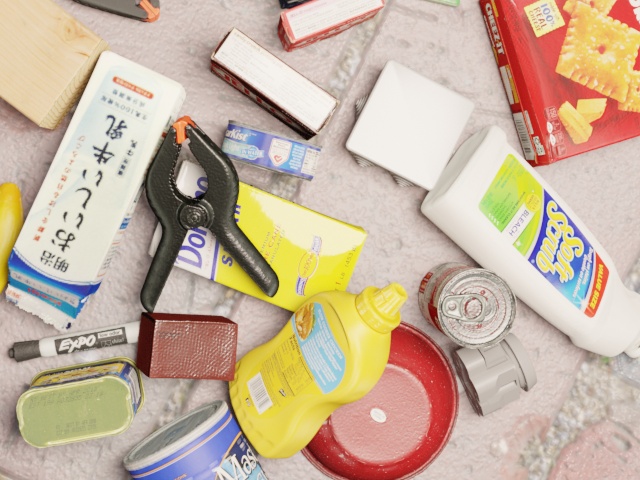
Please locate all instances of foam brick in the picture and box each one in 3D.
[{"bbox_3d":[-0.117,0.093,0.942,0.078,0.051,0.053,6,92,-22],"label":"foam brick"}]

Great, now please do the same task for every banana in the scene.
[{"bbox_3d":[-0.318,0.040,0.940,0.069,0.037,0.198,43,89,-6],"label":"banana"}]

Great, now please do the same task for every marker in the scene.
[{"bbox_3d":[-0.219,0.091,0.959,0.121,0.020,0.020,-9,94,-4],"label":"marker"}]

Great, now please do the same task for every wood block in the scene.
[{"bbox_3d":[-0.289,-0.193,0.904,0.206,0.090,0.091,37,90,-6],"label":"wood block"}]

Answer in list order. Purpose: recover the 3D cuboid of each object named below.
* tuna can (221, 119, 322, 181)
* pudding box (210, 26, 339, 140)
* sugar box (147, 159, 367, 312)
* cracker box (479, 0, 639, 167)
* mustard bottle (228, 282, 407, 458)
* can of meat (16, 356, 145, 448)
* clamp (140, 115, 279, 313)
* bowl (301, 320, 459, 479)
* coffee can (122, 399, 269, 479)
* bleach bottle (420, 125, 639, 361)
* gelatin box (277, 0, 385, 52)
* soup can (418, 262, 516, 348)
[{"bbox_3d":[-0.043,-0.078,0.931,0.086,0.086,0.034,15,93,-5],"label":"tuna can"},{"bbox_3d":[-0.042,-0.134,0.926,0.113,0.090,0.039,33,89,-6],"label":"pudding box"},{"bbox_3d":[-0.056,0.001,0.954,0.176,0.048,0.093,21,93,-7],"label":"sugar box"},{"bbox_3d":[0.270,-0.174,0.957,0.213,0.072,0.164,-18,95,-4],"label":"cracker box"},{"bbox_3d":[0.003,0.098,0.906,0.192,0.058,0.096,-44,53,29],"label":"mustard bottle"},{"bbox_3d":[-0.208,0.141,0.930,0.102,0.084,0.057,-10,93,-4],"label":"can of meat"},{"bbox_3d":[-0.113,-0.016,0.906,0.120,0.039,0.171,-17,103,-2],"label":"clamp"},{"bbox_3d":[0.051,0.152,0.966,0.162,0.055,0.162,0,93,-4],"label":"bowl"},{"bbox_3d":[-0.094,0.226,0.934,0.103,0.103,0.140,-30,95,-3],"label":"coffee can"},{"bbox_3d":[0.213,0.015,0.965,0.250,0.068,0.102,40,67,-10],"label":"bleach bottle"},{"bbox_3d":[0.007,-0.196,0.935,0.089,0.073,0.030,-23,95,-3],"label":"gelatin box"},{"bbox_3d":[0.127,0.055,0.943,0.068,0.102,0.068,0,93,-5],"label":"soup can"}]
